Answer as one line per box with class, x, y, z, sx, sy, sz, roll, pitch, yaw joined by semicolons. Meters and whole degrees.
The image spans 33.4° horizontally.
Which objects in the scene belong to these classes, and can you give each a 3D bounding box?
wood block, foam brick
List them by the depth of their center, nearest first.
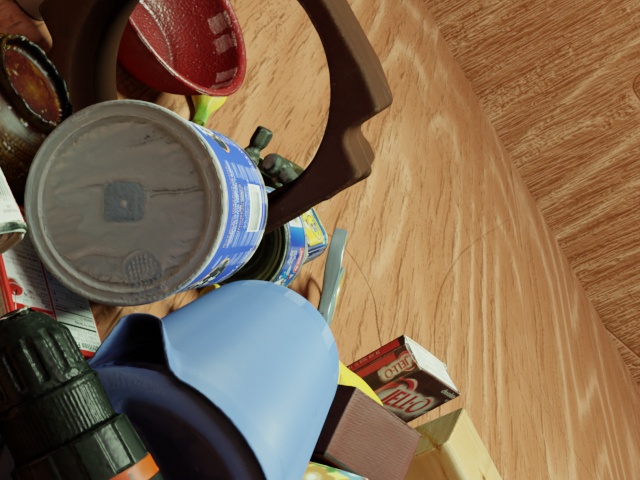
foam brick;0.019;0.135;0.722;0.078;0.053;0.051;40;65;-35
wood block;0.124;0.260;0.900;0.206;0.090;0.090;63;19;-1

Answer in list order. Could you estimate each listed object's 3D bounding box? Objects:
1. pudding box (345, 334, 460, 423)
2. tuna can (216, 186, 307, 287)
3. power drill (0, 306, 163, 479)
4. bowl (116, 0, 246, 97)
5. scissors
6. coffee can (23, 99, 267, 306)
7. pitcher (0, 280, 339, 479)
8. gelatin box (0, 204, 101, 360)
pudding box;0.058;0.126;0.903;0.113;0.090;0.039;35;28;-61
tuna can;-0.055;0.001;0.779;0.086;0.086;0.033;67;20;12
power drill;-0.119;0.130;0.365;0.187;0.057;0.184;-27;88;-50
bowl;-0.130;-0.176;0.849;0.162;0.055;0.162;39;37;-38
scissors;0.003;0.057;0.904;0.201;0.016;0.096;-70;169;-67
coffee can;-0.090;-0.020;0.594;0.103;0.103;0.140;63;6;2
pitcher;-0.063;0.107;0.568;0.145;0.149;0.242;47;15;1
gelatin box;-0.155;0.026;0.559;0.073;0.030;0.089;29;37;-62
